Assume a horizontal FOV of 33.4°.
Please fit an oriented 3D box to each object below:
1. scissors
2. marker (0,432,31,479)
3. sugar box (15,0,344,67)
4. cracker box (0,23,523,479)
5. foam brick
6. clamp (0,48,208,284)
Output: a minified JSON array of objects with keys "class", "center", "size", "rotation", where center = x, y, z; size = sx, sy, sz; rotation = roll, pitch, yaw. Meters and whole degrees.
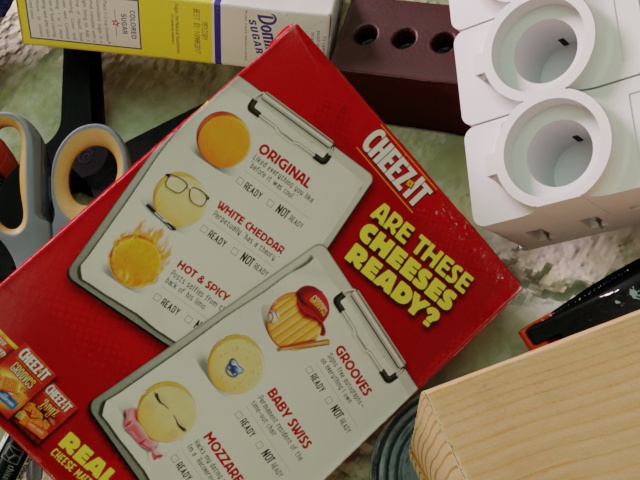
[{"class":"scissors","center":[-0.134,0.023,0.573],"size":[0.096,0.016,0.202],"rotation":[-16,82,1]},{"class":"marker","center":[-0.143,0.084,0.541],"size":[0.020,0.020,0.121],"rotation":[37,106,28]},{"class":"sugar box","center":[-0.075,-0.143,0.617],"size":[0.176,0.048,0.093],"rotation":[9,41,3]},{"class":"cracker box","center":[-0.041,0.034,0.497],"size":[0.213,0.072,0.164],"rotation":[-43,99,-9]},{"class":"foam brick","center":[0.051,-0.097,0.591],"size":[0.078,0.051,0.053],"rotation":[10,67,20]},{"class":"clamp","center":[-0.135,-0.049,0.626],"size":[0.165,0.036,0.210],"rotation":[31,78,25]}]
